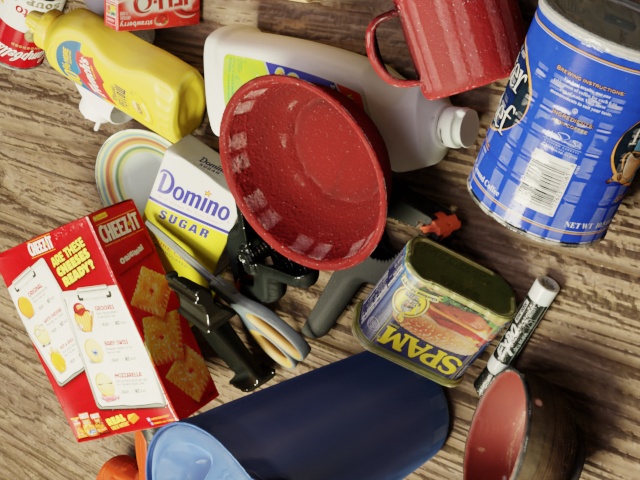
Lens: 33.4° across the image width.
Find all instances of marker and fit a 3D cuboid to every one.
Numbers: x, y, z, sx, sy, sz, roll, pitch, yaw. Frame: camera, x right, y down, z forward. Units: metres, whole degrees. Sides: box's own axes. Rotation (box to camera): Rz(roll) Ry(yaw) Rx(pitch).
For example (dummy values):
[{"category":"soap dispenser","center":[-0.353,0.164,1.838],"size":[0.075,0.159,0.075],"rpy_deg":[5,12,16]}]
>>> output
[{"category":"marker","center":[0.149,0.077,0.826],"size":[0.020,0.020,0.121],"rpy_deg":[43,129,26]}]

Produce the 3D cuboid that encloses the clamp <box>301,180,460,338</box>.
[{"category":"clamp","center":[0.034,0.009,0.904],"size":[0.210,0.036,0.164],"rpy_deg":[0,105,48]}]

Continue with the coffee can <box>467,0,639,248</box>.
[{"category":"coffee can","center":[0.168,-0.081,0.698],"size":[0.103,0.102,0.140],"rpy_deg":[38,127,29]}]

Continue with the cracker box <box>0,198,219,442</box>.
[{"category":"cracker box","center":[-0.213,0.083,1.061],"size":[0.164,0.072,0.214],"rpy_deg":[-18,97,39]}]

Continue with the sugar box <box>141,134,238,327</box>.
[{"category":"sugar box","center":[-0.128,-0.006,1.038],"size":[0.093,0.048,0.176],"rpy_deg":[34,129,11]}]

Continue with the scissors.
[{"category":"scissors","center":[-0.086,0.058,1.010],"size":[0.202,0.016,0.096],"rpy_deg":[35,157,25]}]

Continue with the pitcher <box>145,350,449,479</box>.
[{"category":"pitcher","center":[-0.016,0.170,0.857],"size":[0.149,0.242,0.145],"rpy_deg":[37,126,30]}]

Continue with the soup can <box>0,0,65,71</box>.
[{"category":"soup can","center":[-0.314,-0.241,1.139],"size":[0.068,0.068,0.102],"rpy_deg":[52,132,19]}]

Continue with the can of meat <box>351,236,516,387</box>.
[{"category":"can of meat","center":[0.089,0.055,0.828],"size":[0.102,0.057,0.084],"rpy_deg":[26,126,-11]}]

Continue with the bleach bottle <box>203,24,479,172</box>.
[{"category":"bleach bottle","center":[0.015,-0.115,0.866],"size":[0.251,0.067,0.102],"rpy_deg":[14,115,38]}]

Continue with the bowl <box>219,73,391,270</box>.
[{"category":"bowl","center":[-0.001,-0.060,0.824],"size":[0.162,0.055,0.162],"rpy_deg":[23,130,31]}]

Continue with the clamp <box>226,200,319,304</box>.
[{"category":"clamp","center":[-0.056,0.001,0.946],"size":[0.120,0.039,0.172],"rpy_deg":[67,157,6]}]

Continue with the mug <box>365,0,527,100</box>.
[{"category":"mug","center":[0.090,-0.145,0.751],"size":[0.093,0.117,0.081],"rpy_deg":[-156,47,-79]}]

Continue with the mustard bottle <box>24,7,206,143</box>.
[{"category":"mustard bottle","center":[-0.201,-0.169,1.013],"size":[0.192,0.058,0.096],"rpy_deg":[31,157,13]}]

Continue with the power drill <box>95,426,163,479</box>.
[{"category":"power drill","center":[-0.211,0.199,1.188],"size":[0.185,0.057,0.188],"rpy_deg":[23,118,37]}]

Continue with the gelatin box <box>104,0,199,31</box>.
[{"category":"gelatin box","center":[-0.151,-0.231,0.968],"size":[0.030,0.089,0.073],"rpy_deg":[31,124,45]}]
